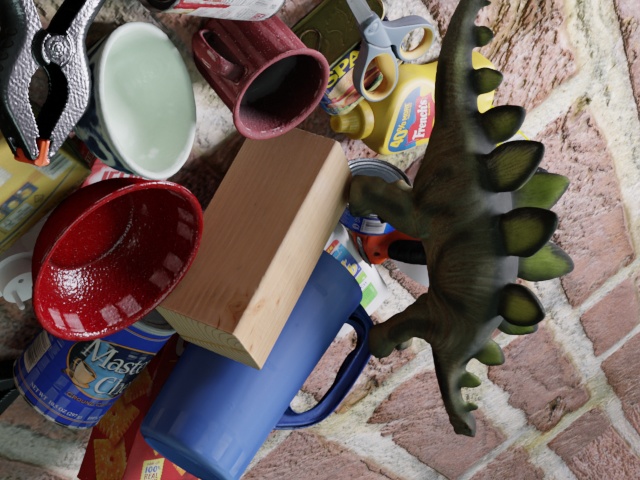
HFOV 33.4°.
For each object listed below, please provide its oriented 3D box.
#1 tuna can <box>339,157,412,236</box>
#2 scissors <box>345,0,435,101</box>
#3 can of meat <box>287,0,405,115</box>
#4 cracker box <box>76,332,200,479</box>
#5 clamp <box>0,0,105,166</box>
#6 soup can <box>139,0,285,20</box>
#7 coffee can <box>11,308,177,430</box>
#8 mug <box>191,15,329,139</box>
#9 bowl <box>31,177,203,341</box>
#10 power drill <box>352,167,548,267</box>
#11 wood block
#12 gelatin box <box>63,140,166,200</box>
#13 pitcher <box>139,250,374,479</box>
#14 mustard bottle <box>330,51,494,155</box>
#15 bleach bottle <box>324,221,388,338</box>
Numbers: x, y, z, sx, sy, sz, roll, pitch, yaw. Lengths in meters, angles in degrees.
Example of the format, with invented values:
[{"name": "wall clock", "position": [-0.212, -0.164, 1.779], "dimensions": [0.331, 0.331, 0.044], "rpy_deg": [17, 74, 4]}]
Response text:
[{"name": "tuna can", "position": [0.054, -0.047, 1.143], "dimensions": [0.086, 0.086, 0.034], "rpy_deg": [-23, 149, -26]}, {"name": "scissors", "position": [0.056, -0.188, 0.893], "dimensions": [0.096, 0.016, 0.202], "rpy_deg": [-36, 155, -12]}, {"name": "can of meat", "position": [0.022, -0.170, 0.963], "dimensions": [0.102, 0.057, 0.083], "rpy_deg": [-41, 153, 4]}, {"name": "cracker box", "position": [-0.151, 0.166, 1.144], "dimensions": [0.164, 0.072, 0.214], "rpy_deg": [16, 95, -56]}, {"name": "clamp", "position": [-0.183, -0.139, 0.736], "dimensions": [0.120, 0.039, 0.171], "rpy_deg": [-11, 112, -39]}, {"name": "soup can", "position": [-0.080, -0.200, 0.794], "dimensions": [0.102, 0.068, 0.069], "rpy_deg": [-6, 138, -44]}, {"name": "coffee can", "position": [-0.215, 0.098, 1.028], "dimensions": [0.140, 0.103, 0.102], "rpy_deg": [-49, 149, 18]}, {"name": "mug", "position": [-0.060, -0.145, 0.878], "dimensions": [0.117, 0.081, 0.093], "rpy_deg": [4, 130, -51]}, {"name": "bowl", "position": [-0.177, 0.004, 0.876], "dimensions": [0.161, 0.055, 0.162], "rpy_deg": [-32, 147, -25]}, {"name": "power drill", "position": [0.143, -0.021, 1.168], "dimensions": [0.184, 0.188, 0.057], "rpy_deg": [-54, 137, -30]}, {"name": "wood block", "position": [-0.056, 0.002, 0.991], "dimensions": [0.206, 0.091, 0.090], "rpy_deg": [-63, 157, -19]}, {"name": "gelatin box", "position": [-0.176, -0.056, 0.927], "dimensions": [0.089, 0.030, 0.073], "rpy_deg": [-1, 134, -48]}, {"name": "pitcher", "position": [-0.062, 0.122, 1.058], "dimensions": [0.242, 0.149, 0.145], "rpy_deg": [-58, 146, -21]}, {"name": "mustard bottle", "position": [0.089, -0.135, 1.086], "dimensions": [0.191, 0.058, 0.096], "rpy_deg": [-15, 139, -34]}, {"name": "bleach bottle", "position": [-0.004, 0.026, 1.208], "dimensions": [0.102, 0.068, 0.250], "rpy_deg": [-39, 149, 1]}]
